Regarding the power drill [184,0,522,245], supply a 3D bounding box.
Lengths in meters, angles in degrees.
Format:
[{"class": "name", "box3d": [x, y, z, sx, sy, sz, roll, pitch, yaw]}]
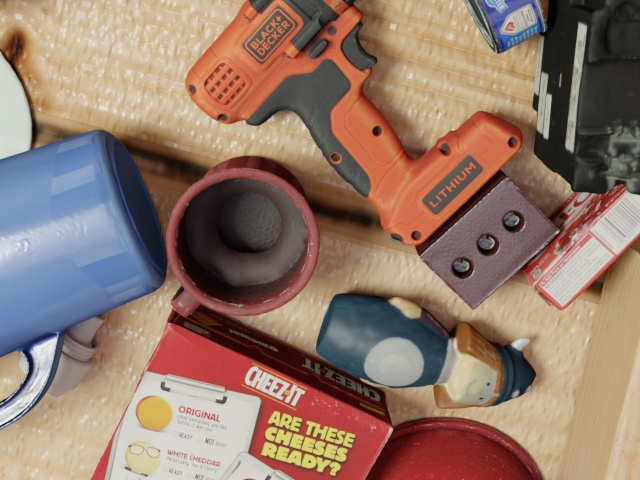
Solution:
[{"class": "power drill", "box3d": [0.036, -0.104, 0.671, 0.187, 0.057, 0.184, 43, 103, -8]}]

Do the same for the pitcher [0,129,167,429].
[{"class": "pitcher", "box3d": [-0.222, 0.030, 0.671, 0.243, 0.145, 0.149, -20, 136, 2]}]

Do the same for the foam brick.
[{"class": "foam brick", "box3d": [0.106, -0.003, 0.699, 0.053, 0.051, 0.078, 44, 101, -10]}]

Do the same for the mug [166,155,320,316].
[{"class": "mug", "box3d": [-0.054, 0.001, 0.684, 0.093, 0.081, 0.117, 37, 102, -9]}]

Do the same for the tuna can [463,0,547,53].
[{"class": "tuna can", "box3d": [0.102, -0.156, 0.640, 0.034, 0.086, 0.086, -27, 103, 8]}]

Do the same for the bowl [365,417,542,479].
[{"class": "bowl", "box3d": [0.087, 0.210, 0.755, 0.162, 0.055, 0.162, 0, 105, -1]}]

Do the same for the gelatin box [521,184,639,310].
[{"class": "gelatin box", "box3d": [0.168, -0.003, 0.688, 0.030, 0.073, 0.089, 41, 102, -9]}]

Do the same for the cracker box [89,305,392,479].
[{"class": "cracker box", "box3d": [-0.072, 0.170, 0.736, 0.164, 0.072, 0.214, 26, 103, -7]}]
